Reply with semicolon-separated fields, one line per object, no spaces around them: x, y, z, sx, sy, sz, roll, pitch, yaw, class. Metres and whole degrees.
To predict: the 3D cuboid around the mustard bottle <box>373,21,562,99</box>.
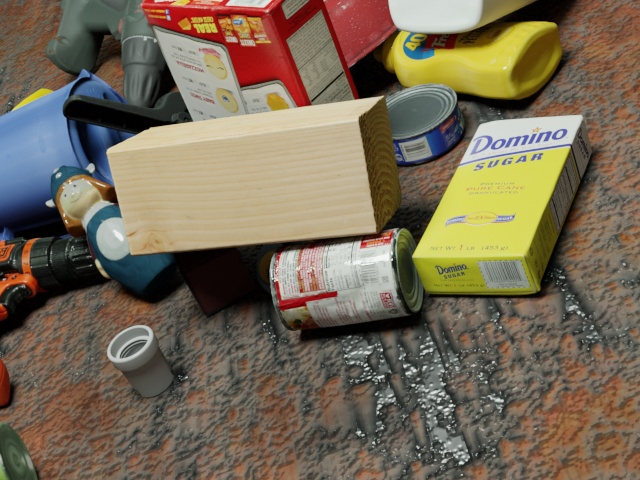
0.129;-0.178;1.034;0.192;0.058;0.096;12;45;42;mustard bottle

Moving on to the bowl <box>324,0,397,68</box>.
0.013;-0.215;1.112;0.162;0.055;0.162;-34;17;12;bowl

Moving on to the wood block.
-0.050;-0.050;0.846;0.206;0.091;0.090;-6;16;19;wood block

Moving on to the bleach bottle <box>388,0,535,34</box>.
0.175;-0.258;1.052;0.103;0.068;0.250;10;25;35;bleach bottle

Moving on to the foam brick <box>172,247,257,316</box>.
-0.095;0.017;0.923;0.051;0.053;0.078;-28;36;-4;foam brick

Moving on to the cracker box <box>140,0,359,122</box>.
-0.046;-0.129;0.942;0.164;0.213;0.072;13;48;42;cracker box

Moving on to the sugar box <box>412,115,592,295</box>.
0.147;-0.031;0.841;0.093;0.048;0.176;-1;43;31;sugar box

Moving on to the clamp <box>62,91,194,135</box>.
-0.148;-0.110;1.059;0.036;0.164;0.209;-51;0;30;clamp

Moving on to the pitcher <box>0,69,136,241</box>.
-0.308;-0.061;1.101;0.243;0.145;0.149;-17;27;23;pitcher

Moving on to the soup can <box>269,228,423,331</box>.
0.021;0.030;0.820;0.102;0.068;0.068;-9;38;21;soup can

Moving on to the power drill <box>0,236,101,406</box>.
-0.290;0.070;0.976;0.185;0.057;0.187;-11;35;20;power drill

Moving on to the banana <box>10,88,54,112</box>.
-0.344;-0.154;1.285;0.069;0.037;0.198;-41;14;-2;banana

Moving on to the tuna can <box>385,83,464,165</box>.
0.089;-0.107;0.986;0.086;0.033;0.086;-17;35;12;tuna can

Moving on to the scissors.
-0.056;0.001;0.952;0.202;0.016;0.096;12;50;42;scissors
